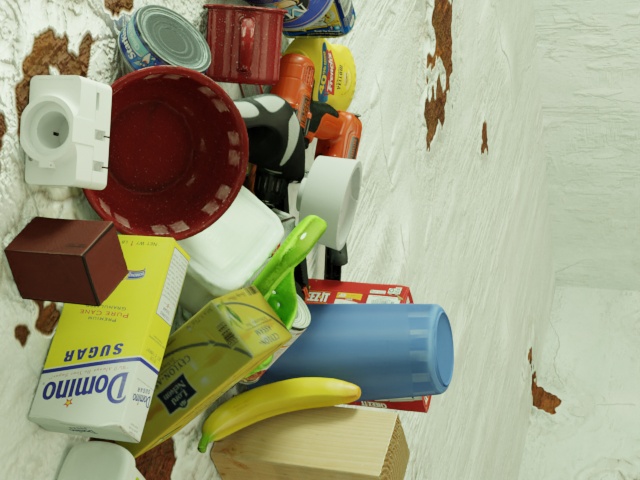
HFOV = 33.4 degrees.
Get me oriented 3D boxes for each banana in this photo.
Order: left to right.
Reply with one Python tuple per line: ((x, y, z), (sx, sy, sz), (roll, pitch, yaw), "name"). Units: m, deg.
((-0.054, 0.193, 1.225), (0.070, 0.197, 0.037), (-125, -160, -49), "banana")

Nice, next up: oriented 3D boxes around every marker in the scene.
((-0.029, -0.085, 1.424), (0.121, 0.020, 0.020), (-12, 104, -69), "marker")

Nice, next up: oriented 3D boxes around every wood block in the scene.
((-0.010, 0.251, 1.250), (0.090, 0.206, 0.090), (72, 29, -43), "wood block")

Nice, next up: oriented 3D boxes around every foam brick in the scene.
((-0.208, 0.017, 0.874), (0.053, 0.078, 0.051), (-57, 145, -49), "foam brick")

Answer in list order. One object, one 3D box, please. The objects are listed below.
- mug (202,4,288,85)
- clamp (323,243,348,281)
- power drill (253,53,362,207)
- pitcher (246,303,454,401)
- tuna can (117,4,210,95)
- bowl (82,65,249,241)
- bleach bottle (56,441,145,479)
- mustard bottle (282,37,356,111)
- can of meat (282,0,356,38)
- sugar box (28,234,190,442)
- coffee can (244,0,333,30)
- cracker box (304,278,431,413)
((-0.082, -0.210, 1.152), (0.117, 0.093, 0.081), (-133, -134, -76), "mug")
((0.020, -0.002, 1.511), (0.120, 0.039, 0.171), (107, -12, -50), "clamp")
((-0.016, -0.116, 1.313), (0.187, 0.057, 0.184), (26, 76, -64), "power drill")
((0.038, 0.136, 1.311), (0.149, 0.243, 0.145), (-75, 152, -42), "pitcher")
((-0.146, -0.181, 1.007), (0.086, 0.034, 0.086), (29, 39, -26), "tuna can")
((-0.150, -0.081, 0.980), (0.161, 0.055, 0.162), (-7, 106, -25), "bowl")
((-0.175, 0.287, 1.022), (0.250, 0.068, 0.102), (67, 33, -54), "bleach bottle")
((-0.009, -0.221, 1.406), (0.191, 0.058, 0.096), (-2, 100, -69), "mustard bottle")
((-0.011, -0.298, 1.328), (0.084, 0.102, 0.057), (66, 33, -54), "can of meat")
((-0.182, 0.082, 0.929), (0.048, 0.093, 0.176), (58, 39, -56), "sugar box")
((-0.052, -0.309, 1.214), (0.140, 0.103, 0.103), (18, 76, -69), "coffee can")
((0.060, 0.147, 1.487), (0.213, 0.164, 0.072), (70, 31, -44), "cracker box")
